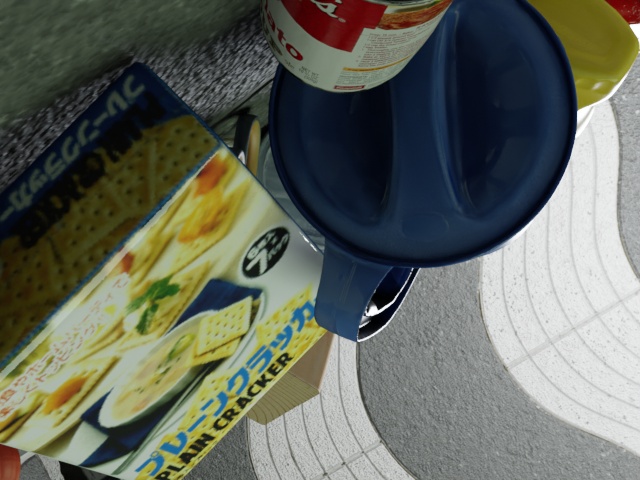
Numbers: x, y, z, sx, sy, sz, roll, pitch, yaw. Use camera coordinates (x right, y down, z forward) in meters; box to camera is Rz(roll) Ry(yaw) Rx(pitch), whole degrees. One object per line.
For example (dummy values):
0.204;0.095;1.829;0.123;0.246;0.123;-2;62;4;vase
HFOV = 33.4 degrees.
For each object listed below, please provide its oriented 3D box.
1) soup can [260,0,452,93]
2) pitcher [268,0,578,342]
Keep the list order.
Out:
0.016;-0.099;0.386;0.068;0.068;0.102;-33;177;-12;soup can
0.061;-0.038;0.567;0.149;0.145;0.242;-23;172;10;pitcher
